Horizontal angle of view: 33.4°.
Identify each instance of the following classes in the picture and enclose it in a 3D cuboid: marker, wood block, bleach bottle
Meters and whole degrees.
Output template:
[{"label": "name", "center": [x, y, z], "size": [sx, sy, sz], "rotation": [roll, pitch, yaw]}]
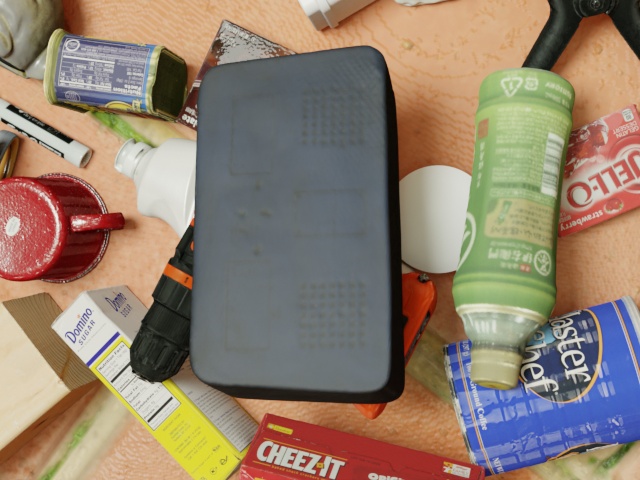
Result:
[{"label": "marker", "center": [-0.245, -0.097, 0.886], "size": [0.121, 0.020, 0.020], "rotation": [30, 96, 8]}, {"label": "wood block", "center": [-0.287, 0.143, 0.863], "size": [0.206, 0.090, 0.090], "rotation": [-39, 86, 8]}, {"label": "bleach bottle", "center": [-0.055, 0.001, 0.835], "size": [0.251, 0.068, 0.102], "rotation": [31, 91, 10]}]

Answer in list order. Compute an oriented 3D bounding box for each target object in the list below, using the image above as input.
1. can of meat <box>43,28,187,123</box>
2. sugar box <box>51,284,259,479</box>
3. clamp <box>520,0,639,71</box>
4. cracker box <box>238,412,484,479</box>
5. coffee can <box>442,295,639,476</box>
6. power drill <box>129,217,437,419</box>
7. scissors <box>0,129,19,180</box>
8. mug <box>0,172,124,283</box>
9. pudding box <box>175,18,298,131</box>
[{"label": "can of meat", "center": [-0.155, -0.125, 0.830], "size": [0.084, 0.102, 0.057], "rotation": [8, 92, 7]}, {"label": "sugar box", "center": [-0.123, 0.112, 0.833], "size": [0.176, 0.093, 0.048], "rotation": [43, 97, 7]}, {"label": "clamp", "center": [0.188, -0.171, 0.770], "size": [0.120, 0.039, 0.171], "rotation": [-14, 119, 9]}, {"label": "cracker box", "center": [0.018, 0.247, 0.782], "size": [0.164, 0.072, 0.214], "rotation": [12, 120, 10]}, {"label": "coffee can", "center": [0.170, 0.107, 0.777], "size": [0.140, 0.102, 0.103], "rotation": [-16, 89, 10]}, {"label": "power drill", "center": [-0.026, 0.051, 0.760], "size": [0.188, 0.057, 0.184], "rotation": [28, 86, 11]}, {"label": "scissors", "center": [-0.284, -0.002, 0.843], "size": [0.016, 0.096, 0.201], "rotation": [16, 73, 4]}, {"label": "mug", "center": [-0.215, -0.010, 0.851], "size": [0.117, 0.081, 0.093], "rotation": [-3, 91, 10]}, {"label": "pudding box", "center": [-0.044, -0.109, 0.841], "size": [0.113, 0.039, 0.090], "rotation": [27, 96, 8]}]
